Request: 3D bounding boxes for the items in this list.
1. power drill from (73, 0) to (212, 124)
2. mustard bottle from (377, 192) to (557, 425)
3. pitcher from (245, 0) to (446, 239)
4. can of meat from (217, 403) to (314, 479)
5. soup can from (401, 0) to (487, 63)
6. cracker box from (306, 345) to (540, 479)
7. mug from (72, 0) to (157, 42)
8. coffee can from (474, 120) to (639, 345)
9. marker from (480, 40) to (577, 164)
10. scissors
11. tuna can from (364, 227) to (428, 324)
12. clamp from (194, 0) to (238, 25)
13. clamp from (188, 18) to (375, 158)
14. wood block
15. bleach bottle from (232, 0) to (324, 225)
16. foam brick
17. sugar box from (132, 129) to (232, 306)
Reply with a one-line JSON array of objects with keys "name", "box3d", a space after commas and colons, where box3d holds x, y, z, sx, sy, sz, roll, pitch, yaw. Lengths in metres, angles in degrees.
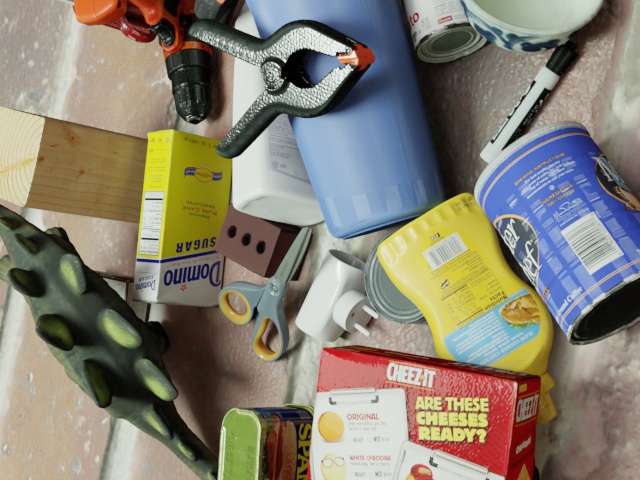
[{"name": "power drill", "box3d": [-0.177, -0.227, 1.103, 0.057, 0.187, 0.184, -17, 70, 22]}, {"name": "mustard bottle", "box3d": [0.133, 0.063, 0.870, 0.096, 0.058, 0.192, -31, 79, -1]}, {"name": "pitcher", "box3d": [0.027, -0.128, 0.947, 0.145, 0.148, 0.243, -18, 87, 39]}, {"name": "can of meat", "box3d": [-0.049, 0.206, 1.005, 0.058, 0.083, 0.102, -2, 83, 40]}, {"name": "soup can", "box3d": [0.105, -0.217, 0.941, 0.069, 0.068, 0.102, -25, 70, 35]}, {"name": "cracker box", "box3d": [0.074, 0.198, 0.827, 0.164, 0.072, 0.214, 7, 91, 29]}, {"name": "mug", "box3d": [-0.218, -0.271, 1.210, 0.093, 0.081, 0.117, -42, 60, 28]}, {"name": "coffee can", "box3d": [0.196, -0.006, 0.815, 0.103, 0.102, 0.140, -44, 59, 27]}, {"name": "marker", "box3d": [0.177, -0.116, 0.900, 0.020, 0.020, 0.121, 47, 114, 34]}, {"name": "scissors", "box3d": [-0.055, 0.037, 1.007, 0.096, 0.016, 0.202, 33, 139, 23]}, {"name": "tuna can", "box3d": [0.083, 0.032, 0.950, 0.086, 0.033, 0.086, -6, 80, 39]}, {"name": "clamp", "box3d": [-0.088, -0.254, 1.053, 0.036, 0.209, 0.165, 33, 119, -5]}, {"name": "clamp", "box3d": [-0.038, -0.145, 0.878, 0.172, 0.039, 0.120, -17, 100, 33]}, {"name": "wood block", "box3d": [-0.239, -0.074, 1.121, 0.091, 0.205, 0.090, 18, 96, 39]}, {"name": "bleach bottle", "box3d": [-0.036, -0.146, 1.044, 0.068, 0.102, 0.251, -25, 60, 49]}, {"name": "foam brick", "box3d": [-0.057, 0.001, 1.059, 0.078, 0.051, 0.053, 26, 101, 39]}, {"name": "sugar box", "box3d": [-0.141, -0.021, 1.106, 0.048, 0.093, 0.176, -1, 85, 40]}]
